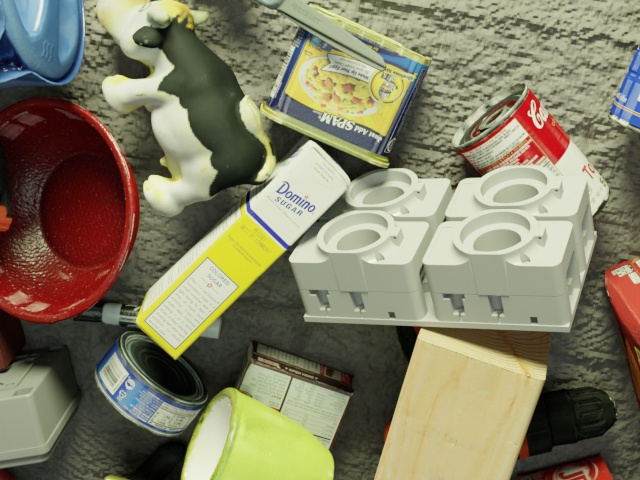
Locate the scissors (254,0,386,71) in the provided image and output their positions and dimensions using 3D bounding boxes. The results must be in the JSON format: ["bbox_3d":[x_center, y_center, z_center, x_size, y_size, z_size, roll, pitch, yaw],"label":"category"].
[{"bbox_3d":[-0.034,-0.190,0.734,0.202,0.016,0.096,20,96,15],"label":"scissors"}]

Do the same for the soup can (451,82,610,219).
[{"bbox_3d":[0.154,-0.054,0.777,0.068,0.068,0.102,-40,103,12],"label":"soup can"}]

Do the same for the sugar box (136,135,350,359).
[{"bbox_3d":[-0.055,0.001,0.776,0.176,0.093,0.048,-42,101,7],"label":"sugar box"}]

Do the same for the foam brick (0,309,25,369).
[{"bbox_3d":[-0.279,0.072,0.831,0.078,0.053,0.051,-9,106,3],"label":"foam brick"}]

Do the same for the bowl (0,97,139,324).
[{"bbox_3d":[-0.188,-0.022,0.781,0.162,0.055,0.162,1,92,25],"label":"bowl"}]

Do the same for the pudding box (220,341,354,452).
[{"bbox_3d":[-0.033,0.149,0.858,0.090,0.039,0.113,19,108,-5],"label":"pudding box"}]

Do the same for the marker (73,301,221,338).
[{"bbox_3d":[-0.139,0.061,0.842,0.121,0.020,0.020,7,107,-1],"label":"marker"}]

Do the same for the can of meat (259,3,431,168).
[{"bbox_3d":[0.019,-0.112,0.768,0.102,0.057,0.084,23,104,-6],"label":"can of meat"}]

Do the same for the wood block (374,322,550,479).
[{"bbox_3d":[0.090,0.158,0.769,0.090,0.090,0.206,18,110,9],"label":"wood block"}]

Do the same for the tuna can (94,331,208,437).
[{"bbox_3d":[-0.129,0.109,0.822,0.086,0.086,0.034,37,102,-10],"label":"tuna can"}]

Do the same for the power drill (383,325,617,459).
[{"bbox_3d":[0.127,0.087,0.825,0.184,0.057,0.187,-12,106,5],"label":"power drill"}]
